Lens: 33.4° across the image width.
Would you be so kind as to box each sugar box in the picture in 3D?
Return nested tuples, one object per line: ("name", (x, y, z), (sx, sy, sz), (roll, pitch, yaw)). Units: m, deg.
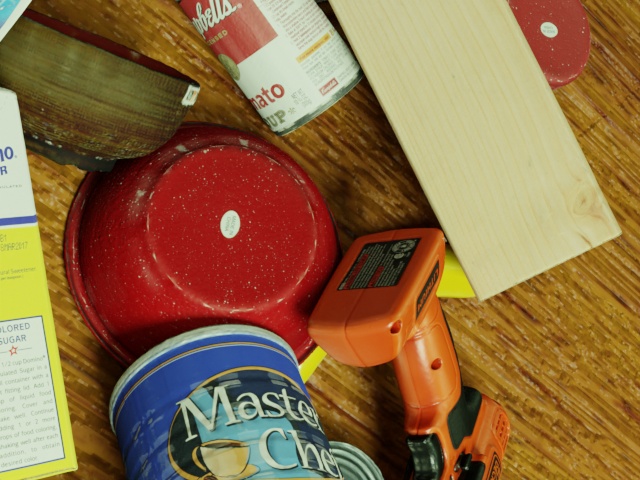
("sugar box", (-0.161, 0.024, 0.502), (0.048, 0.094, 0.176), (-4, 83, -34))

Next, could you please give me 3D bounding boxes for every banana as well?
("banana", (0.035, 0.038, 0.665), (0.197, 0.037, 0.069), (-28, 118, -32))

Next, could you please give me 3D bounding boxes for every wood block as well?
("wood block", (0.090, -0.080, 0.639), (0.091, 0.090, 0.206), (-27, 90, 11))

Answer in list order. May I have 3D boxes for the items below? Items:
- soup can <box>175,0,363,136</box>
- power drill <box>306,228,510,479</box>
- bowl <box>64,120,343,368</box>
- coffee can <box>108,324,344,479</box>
("soup can", (-0.029, -0.122, 0.633), (0.068, 0.069, 0.102), (-45, 106, -31))
("power drill", (0.051, 0.102, 0.593), (0.184, 0.057, 0.187), (-60, 138, -53))
("bowl", (-0.054, 0.001, 0.578), (0.162, 0.055, 0.162), (6, 71, -18))
("coffee can", (-0.039, 0.126, 0.517), (0.102, 0.103, 0.140), (8, 38, -32))
